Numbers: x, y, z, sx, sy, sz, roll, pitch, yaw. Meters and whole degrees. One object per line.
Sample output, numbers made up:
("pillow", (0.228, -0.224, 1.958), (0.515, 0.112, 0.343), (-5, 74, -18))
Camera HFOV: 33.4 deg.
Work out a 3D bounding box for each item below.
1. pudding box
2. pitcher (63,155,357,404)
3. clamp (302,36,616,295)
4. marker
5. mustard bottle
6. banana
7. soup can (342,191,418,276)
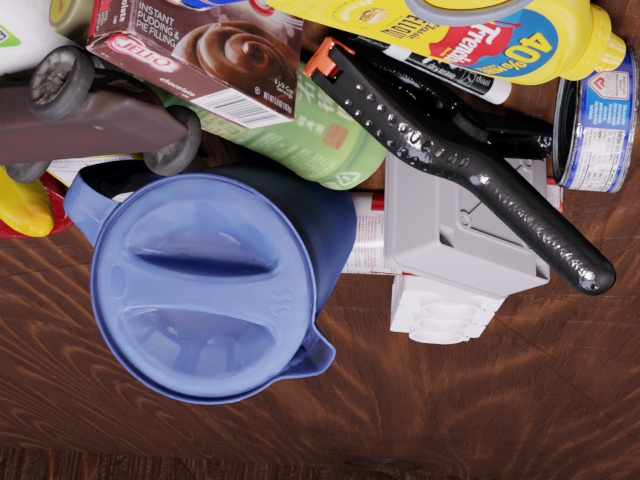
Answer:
("pudding box", (-0.058, -0.116, 0.531), (0.039, 0.090, 0.113), (-9, 158, 38))
("pitcher", (-0.055, 0.001, 0.706), (0.145, 0.149, 0.242), (-13, -172, 13))
("clamp", (0.085, -0.065, 0.649), (0.210, 0.164, 0.036), (31, 119, -14))
("marker", (0.064, -0.109, 0.632), (0.120, 0.020, 0.020), (17, 157, -32))
("mustard bottle", (0.075, -0.120, 0.535), (0.191, 0.058, 0.096), (13, 164, -25))
("banana", (-0.236, -0.058, 0.697), (0.198, 0.037, 0.069), (36, -171, 16))
("soup can", (0.042, -0.005, 0.862), (0.102, 0.068, 0.068), (2, 161, 7))
